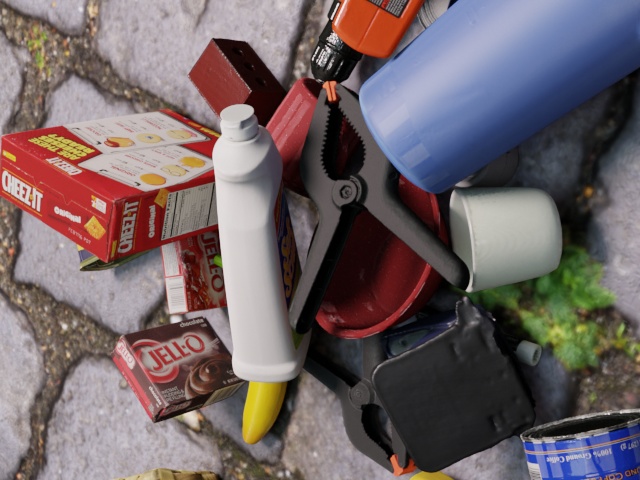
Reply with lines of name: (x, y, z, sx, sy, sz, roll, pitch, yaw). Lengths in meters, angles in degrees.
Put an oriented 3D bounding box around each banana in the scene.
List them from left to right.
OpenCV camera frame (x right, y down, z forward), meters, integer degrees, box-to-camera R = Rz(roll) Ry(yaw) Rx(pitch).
banana: (-0.061, 0.107, 1.077, 0.070, 0.037, 0.198, -9, 88, 44)

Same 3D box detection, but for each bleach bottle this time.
bleach bottle: (-0.056, 0.001, 0.937, 0.068, 0.102, 0.251, 1, 127, 12)

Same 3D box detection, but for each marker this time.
marker: (0.135, 0.082, 0.934, 0.121, 0.020, 0.020, 18, 105, 35)

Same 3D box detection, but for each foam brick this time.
foam brick: (-0.084, -0.155, 1.060, 0.051, 0.052, 0.078, -49, 66, 29)

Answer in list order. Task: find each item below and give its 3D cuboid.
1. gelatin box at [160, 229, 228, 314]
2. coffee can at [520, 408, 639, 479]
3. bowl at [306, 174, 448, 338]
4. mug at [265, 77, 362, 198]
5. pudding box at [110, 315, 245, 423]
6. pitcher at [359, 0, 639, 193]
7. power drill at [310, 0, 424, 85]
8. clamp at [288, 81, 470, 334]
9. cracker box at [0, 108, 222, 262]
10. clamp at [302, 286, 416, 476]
gelatin box: (-0.125, 0.027, 1.094, 0.030, 0.073, 0.089, -9, 88, 37)
coffee can: (0.221, 0.211, 0.828, 0.103, 0.102, 0.140, -16, 84, 37)
bowl: (0.060, 0.015, 0.943, 0.162, 0.055, 0.162, -25, 54, 40)
mug: (-0.004, -0.090, 0.975, 0.082, 0.093, 0.117, -55, 30, 21)
pudding box: (-0.145, 0.130, 1.093, 0.090, 0.113, 0.039, 53, 125, 21)
pitcher: (0.149, -0.151, 0.812, 0.243, 0.149, 0.145, -36, 95, 22)
power drill: (0.043, -0.202, 0.884, 0.057, 0.187, 0.184, 25, 105, -9)
clamp: (0.023, -0.029, 0.893, 0.165, 0.036, 0.210, -25, 71, 25)
cracker box: (-0.175, -0.060, 1.035, 0.164, 0.213, 0.072, 27, 119, 32)
clamp: (0.049, 0.132, 0.994, 0.120, 0.039, 0.171, -50, 65, 33)
